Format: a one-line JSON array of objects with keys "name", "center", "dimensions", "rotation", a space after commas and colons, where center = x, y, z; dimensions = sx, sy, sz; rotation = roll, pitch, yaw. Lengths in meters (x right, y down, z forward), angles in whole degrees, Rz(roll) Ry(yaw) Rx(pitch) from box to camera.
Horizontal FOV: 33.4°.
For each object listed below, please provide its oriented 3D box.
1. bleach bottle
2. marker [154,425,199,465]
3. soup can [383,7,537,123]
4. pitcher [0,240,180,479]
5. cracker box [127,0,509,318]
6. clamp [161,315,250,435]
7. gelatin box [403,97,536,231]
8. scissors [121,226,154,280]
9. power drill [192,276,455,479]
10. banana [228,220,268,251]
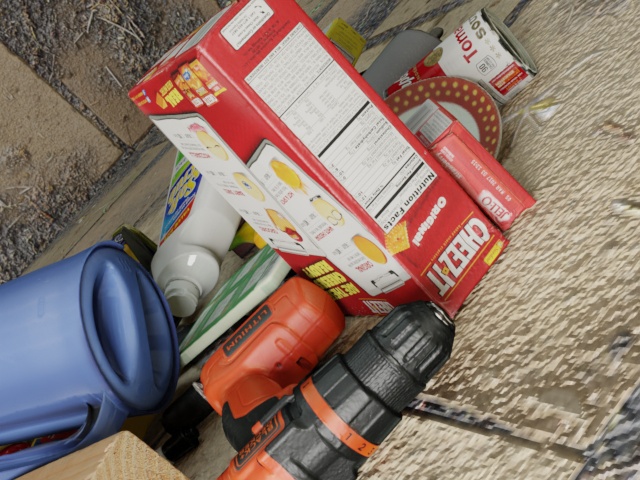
[{"name": "bleach bottle", "center": [-0.108, -0.031, 1.018], "dimensions": [0.103, 0.068, 0.250], "rotation": [-37, 30, 32]}, {"name": "marker", "center": [-0.135, 0.178, 0.793], "dimensions": [0.121, 0.020, 0.020], "rotation": [-42, 16, 14]}, {"name": "soup can", "center": [0.109, -0.123, 0.832], "dimensions": [0.102, 0.068, 0.068], "rotation": [-39, 16, 22]}, {"name": "pitcher", "center": [-0.241, 0.104, 0.814], "dimensions": [0.243, 0.145, 0.149], "rotation": [-18, 2, 18]}, {"name": "cracker box", "center": [-0.007, -0.048, 0.665], "dimensions": [0.072, 0.213, 0.164], "rotation": [-49, 16, -18]}, {"name": "clamp", "center": [-0.048, 0.075, 0.797], "dimensions": [0.172, 0.039, 0.120], "rotation": [-35, 23, 40]}, {"name": "gelatin box", "center": [0.091, -0.049, 0.676], "dimensions": [0.030, 0.073, 0.089], "rotation": [-44, 16, 8]}, {"name": "scissors", "center": [-0.170, 0.046, 1.045], "dimensions": [0.096, 0.016, 0.201], "rotation": [-62, -19, -1]}, {"name": "power drill", "center": [-0.009, 0.084, 0.629], "dimensions": [0.184, 0.057, 0.188], "rotation": [-44, 15, 5]}, {"name": "banana", "center": [-0.045, -0.012, 0.985], "dimensions": [0.069, 0.037, 0.198], "rotation": [-46, 7, -11]}]
